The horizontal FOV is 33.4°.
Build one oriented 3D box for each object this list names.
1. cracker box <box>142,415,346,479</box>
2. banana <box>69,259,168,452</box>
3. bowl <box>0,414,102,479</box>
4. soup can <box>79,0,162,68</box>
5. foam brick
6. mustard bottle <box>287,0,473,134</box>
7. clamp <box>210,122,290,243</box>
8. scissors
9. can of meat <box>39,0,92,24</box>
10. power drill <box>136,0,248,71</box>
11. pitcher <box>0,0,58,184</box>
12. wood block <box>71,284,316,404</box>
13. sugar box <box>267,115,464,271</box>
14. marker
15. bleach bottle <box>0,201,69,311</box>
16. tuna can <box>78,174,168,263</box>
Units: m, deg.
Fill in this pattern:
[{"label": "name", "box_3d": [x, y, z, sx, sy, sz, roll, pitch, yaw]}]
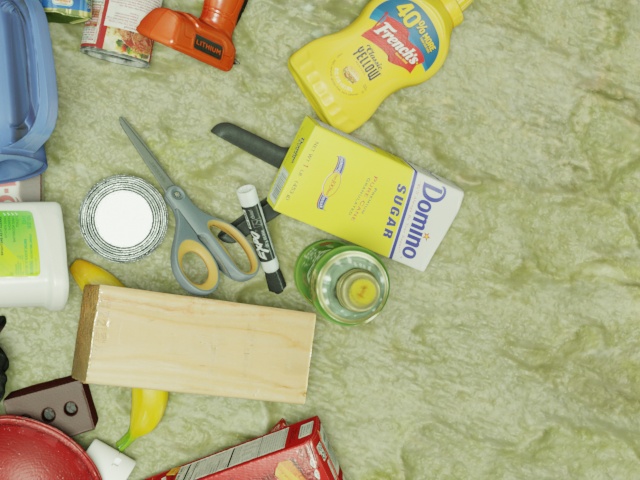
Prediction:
[{"label": "cracker box", "box_3d": [-0.070, 0.286, 1.031, 0.214, 0.072, 0.164, -22, 98, 8]}, {"label": "banana", "box_3d": [-0.190, 0.109, 1.050, 0.069, 0.037, 0.198, -14, 95, -8]}, {"label": "bowl", "box_3d": [-0.287, 0.244, 1.002, 0.162, 0.055, 0.162, 4, 119, 8]}, {"label": "soup can", "box_3d": [-0.186, -0.222, 1.019, 0.068, 0.068, 0.102, 12, 91, -8]}, {"label": "foam brick", "box_3d": [-0.261, 0.165, 1.037, 0.078, 0.051, 0.053, -16, 94, -6]}, {"label": "mustard bottle", "box_3d": [0.069, -0.192, 1.056, 0.191, 0.058, 0.096, -35, 97, -4]}, {"label": "clamp", "box_3d": [-0.029, -0.071, 1.056, 0.171, 0.039, 0.120, -14, 114, -9]}, {"label": "scissors", "box_3d": [-0.144, -0.026, 1.015, 0.202, 0.016, 0.096, 43, 50, -3]}, {"label": "can of meat", "box_3d": [-0.245, -0.248, 0.993, 0.057, 0.102, 0.084, 2, 95, -28]}, {"label": "power drill", "box_3d": [-0.098, -0.262, 0.986, 0.057, 0.184, 0.188, 30, 97, 32]}, {"label": "pitcher", "box_3d": [-0.310, -0.175, 0.945, 0.149, 0.145, 0.243, -5, 83, -10]}, {"label": "wood block", "box_3d": [-0.120, 0.098, 1.005, 0.205, 0.091, 0.090, 9, 83, -21]}, {"label": "sugar box", "box_3d": [0.045, -0.043, 1.038, 0.176, 0.048, 0.093, 22, 104, -20]}, {"label": "marker", "box_3d": [-0.057, 0.001, 1.049, 0.020, 0.020, 0.121, -20, 119, -6]}, {"label": "bleach bottle", "box_3d": [-0.354, 0.018, 0.939, 0.250, 0.068, 0.102, -3, 68, -21]}, {"label": "tuna can", "box_3d": [-0.192, -0.021, 1.045, 0.086, 0.034, 0.086, 0, 93, -7]}]
